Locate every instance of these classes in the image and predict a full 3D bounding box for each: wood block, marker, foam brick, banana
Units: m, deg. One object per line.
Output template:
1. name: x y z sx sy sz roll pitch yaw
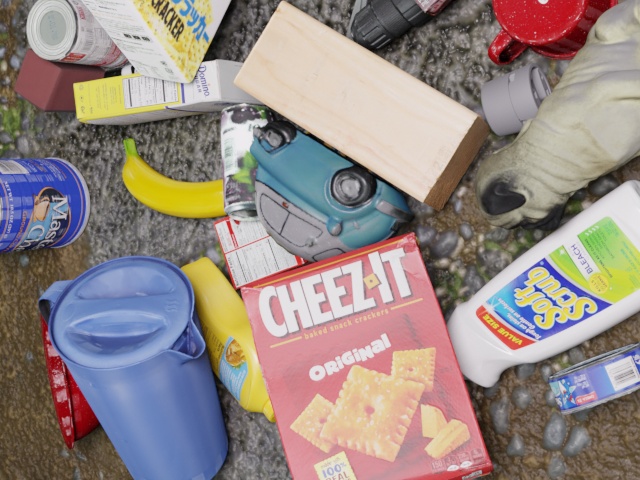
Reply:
1. wood block: 0.039 -0.120 0.963 0.206 0.090 0.090 34 97 16
2. marker: -0.181 -0.184 1.130 0.121 0.020 0.020 -10 89 28
3. foam brick: -0.280 -0.172 1.151 0.053 0.078 0.051 34 110 21
4. banana: -0.136 -0.057 1.107 0.198 0.037 0.070 14 100 26

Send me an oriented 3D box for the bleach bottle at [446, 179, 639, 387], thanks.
1. bleach bottle: 0.199 0.059 0.928 0.251 0.068 0.102 -41 75 27

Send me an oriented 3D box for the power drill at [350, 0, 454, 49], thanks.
1. power drill: 0.069 -0.291 0.970 0.185 0.057 0.188 -34 81 22

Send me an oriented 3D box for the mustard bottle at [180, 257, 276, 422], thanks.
1. mustard bottle: -0.078 0.111 1.055 0.192 0.058 0.096 48 143 26

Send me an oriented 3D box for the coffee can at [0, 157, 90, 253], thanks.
1. coffee can: -0.334 -0.038 1.155 0.103 0.140 0.103 3 95 27

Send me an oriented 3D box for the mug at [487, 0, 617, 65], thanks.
1. mug: 0.186 -0.194 0.901 0.117 0.081 0.093 -43 75 24

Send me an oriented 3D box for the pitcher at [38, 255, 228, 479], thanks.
1. pitcher: -0.172 0.137 1.035 0.145 0.243 0.149 -17 46 -7

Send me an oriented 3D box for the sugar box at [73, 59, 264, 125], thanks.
1. sugar box: -0.151 -0.148 1.077 0.176 0.093 0.048 -7 91 27

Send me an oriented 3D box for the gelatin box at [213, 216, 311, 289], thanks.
1. gelatin box: -0.057 0.001 1.075 0.089 0.030 0.073 -22 85 28

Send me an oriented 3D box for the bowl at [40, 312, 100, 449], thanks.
1. bowl: -0.260 0.141 1.153 0.162 0.055 0.162 169 90 -70

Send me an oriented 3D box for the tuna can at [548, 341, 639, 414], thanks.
1. tuna can: 0.237 0.116 0.898 0.086 0.086 0.034 -26 81 27

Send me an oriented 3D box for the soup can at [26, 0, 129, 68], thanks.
1. soup can: -0.248 -0.217 1.116 0.069 0.102 0.068 3 96 27

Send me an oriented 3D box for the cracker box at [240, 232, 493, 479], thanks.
1. cracker box: 0.038 0.119 0.920 0.164 0.072 0.214 -18 73 2
